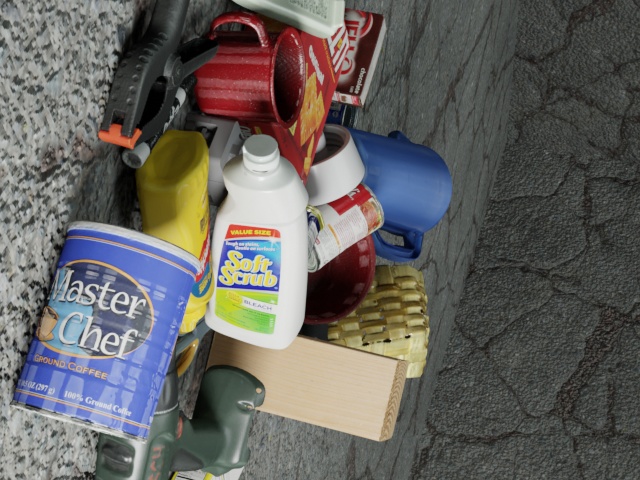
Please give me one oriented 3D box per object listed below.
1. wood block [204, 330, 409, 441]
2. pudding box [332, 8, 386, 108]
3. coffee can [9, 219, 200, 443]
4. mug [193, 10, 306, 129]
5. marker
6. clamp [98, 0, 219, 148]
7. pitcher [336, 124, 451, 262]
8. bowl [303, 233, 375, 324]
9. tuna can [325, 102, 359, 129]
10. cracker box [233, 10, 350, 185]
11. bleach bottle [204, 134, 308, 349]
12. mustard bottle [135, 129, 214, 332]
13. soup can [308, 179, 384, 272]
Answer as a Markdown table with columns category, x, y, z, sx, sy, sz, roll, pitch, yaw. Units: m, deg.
| category | x | y | z | sx | sy | sz | roll | pitch | yaw |
| --- | --- | --- | --- | --- | --- | --- | --- | --- | --- |
| wood block | -0.016 | 0.153 | 1.189 | 0.090 | 0.206 | 0.091 | 29 | 73 | -75 |
| pudding box | 0.022 | -0.221 | 1.268 | 0.039 | 0.090 | 0.113 | 55 | 49 | -71 |
| coffee can | -0.157 | 0.068 | 0.786 | 0.102 | 0.103 | 0.140 | 57 | 47 | -70 |
| mug | -0.068 | -0.159 | 0.976 | 0.117 | 0.082 | 0.093 | 74 | 27 | -49 |
| marker | -0.134 | -0.106 | 0.903 | 0.020 | 0.020 | 0.121 | 87 | 21 | -45 |
| clamp | -0.127 | -0.140 | 0.868 | 0.120 | 0.039 | 0.171 | 64 | 45 | -61 |
| pitcher | 0.069 | -0.070 | 1.400 | 0.145 | 0.149 | 0.242 | -57 | 152 | 14 |
| bowl | -0.017 | 0.022 | 1.271 | 0.055 | 0.162 | 0.162 | -19 | -128 | 64 |
| tuna can | 0.025 | -0.167 | 1.439 | 0.086 | 0.034 | 0.086 | 12 | 90 | -76 |
| cracker box | -0.033 | -0.172 | 1.131 | 0.164 | 0.072 | 0.213 | 71 | 33 | -63 |
| bleach bottle | -0.061 | -0.001 | 0.990 | 0.251 | 0.103 | 0.068 | 92 | 20 | -50 |
| mustard bottle | -0.125 | 0.005 | 0.945 | 0.096 | 0.058 | 0.192 | -81 | 174 | -53 |
| soup can | 0.013 | -0.017 | 1.221 | 0.102 | 0.069 | 0.068 | -34 | 144 | -24 |
